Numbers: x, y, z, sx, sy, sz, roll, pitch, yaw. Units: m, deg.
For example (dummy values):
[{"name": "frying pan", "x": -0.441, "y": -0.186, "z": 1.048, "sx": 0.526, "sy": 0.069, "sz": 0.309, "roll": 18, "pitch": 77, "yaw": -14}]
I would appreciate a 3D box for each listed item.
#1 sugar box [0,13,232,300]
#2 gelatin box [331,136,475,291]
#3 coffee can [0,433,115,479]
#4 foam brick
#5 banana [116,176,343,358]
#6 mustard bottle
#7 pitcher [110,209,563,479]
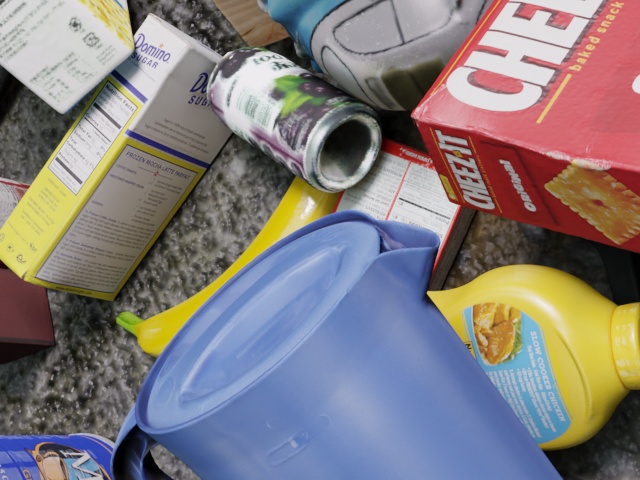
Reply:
[{"name": "sugar box", "x": -0.120, "y": -0.047, "z": 0.669, "sx": 0.048, "sy": 0.093, "sz": 0.176, "roll": 38, "pitch": 98, "yaw": 26}, {"name": "gelatin box", "x": 0.045, "y": -0.009, "z": 0.617, "sx": 0.073, "sy": 0.030, "sz": 0.089, "roll": 24, "pitch": 92, "yaw": 26}, {"name": "coffee can", "x": -0.185, "y": 0.167, "z": 0.636, "sx": 0.103, "sy": 0.140, "sz": 0.103, "roll": -5, "pitch": 79, "yaw": 25}, {"name": "foam brick", "x": -0.225, "y": 0.051, "z": 0.712, "sx": 0.053, "sy": 0.078, "sz": 0.051, "roll": -20, "pitch": 74, "yaw": 22}, {"name": "banana", "x": -0.048, "y": 0.018, "z": 0.653, "sx": 0.198, "sy": 0.037, "sz": 0.070, "roll": -38, "pitch": 67, "yaw": 15}, {"name": "mustard bottle", "x": 0.093, "y": 0.061, "z": 0.541, "sx": 0.192, "sy": 0.058, "sz": 0.096, "roll": -11, "pitch": 106, "yaw": 33}, {"name": "pitcher", "x": 0.032, "y": 0.120, "z": 0.489, "sx": 0.144, "sy": 0.242, "sz": 0.149, "roll": -49, "pitch": 19, "yaw": -28}]
